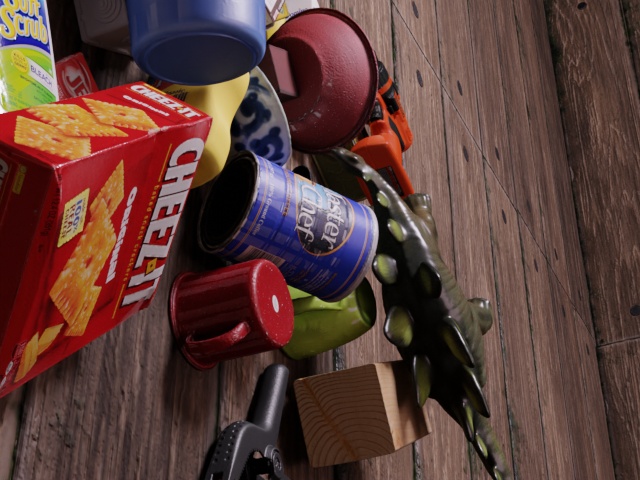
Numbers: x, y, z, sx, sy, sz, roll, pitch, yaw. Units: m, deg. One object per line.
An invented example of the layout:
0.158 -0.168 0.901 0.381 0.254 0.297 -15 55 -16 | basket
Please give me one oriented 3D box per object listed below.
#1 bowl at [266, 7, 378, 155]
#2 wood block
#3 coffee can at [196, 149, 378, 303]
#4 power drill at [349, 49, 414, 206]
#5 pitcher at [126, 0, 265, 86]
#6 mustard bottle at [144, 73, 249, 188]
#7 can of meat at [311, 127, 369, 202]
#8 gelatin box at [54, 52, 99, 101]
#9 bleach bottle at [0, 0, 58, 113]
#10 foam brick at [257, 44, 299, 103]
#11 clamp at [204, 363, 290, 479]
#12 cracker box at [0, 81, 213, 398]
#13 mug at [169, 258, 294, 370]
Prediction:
-0.019 -0.172 1.152 0.055 0.162 0.162 -8 84 -54 | bowl
0.050 0.180 1.140 0.206 0.090 0.091 16 61 -73 | wood block
-0.031 -0.011 1.010 0.140 0.103 0.103 24 50 -29 | coffee can
0.069 -0.143 1.312 0.187 0.057 0.184 -86 152 -48 | power drill
-0.097 -0.256 0.891 0.145 0.149 0.243 45 37 -68 | pitcher
-0.113 -0.129 0.942 0.191 0.096 0.058 -77 149 -41 | mustard bottle
0.033 -0.110 1.361 0.084 0.057 0.102 -69 139 -58 | can of meat
-0.194 -0.094 0.831 0.073 0.030 0.089 -58 130 -62 | gelatin box
-0.232 -0.163 0.740 0.102 0.068 0.251 32 46 -64 | bleach bottle
-0.071 -0.164 1.113 0.053 0.078 0.051 -4 79 -69 | foam brick
-0.051 0.216 0.980 0.209 0.036 0.164 -29 103 -72 | clamp
-0.161 -0.006 0.689 0.164 0.072 0.213 -68 168 20 | cracker box
-0.079 0.067 0.941 0.117 0.082 0.093 -50 123 -64 | mug
